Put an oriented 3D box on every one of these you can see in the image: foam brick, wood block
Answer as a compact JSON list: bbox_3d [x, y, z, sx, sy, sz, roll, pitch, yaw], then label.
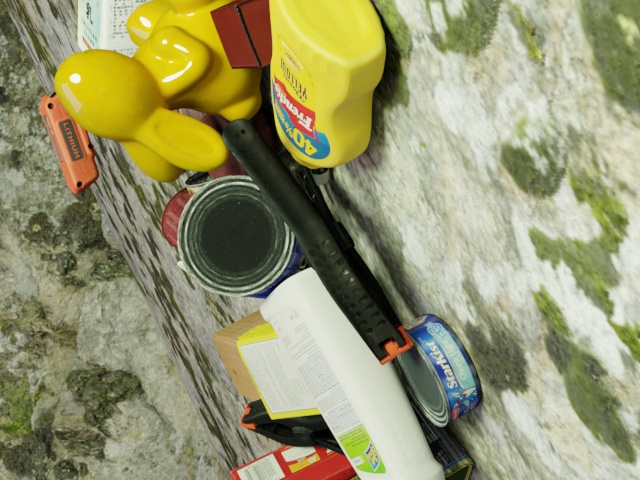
[{"bbox_3d":[-0.046,-0.166,0.831,0.051,0.053,0.078,68,165,-16],"label":"foam brick"},{"bbox_3d":[-0.059,0.140,1.306,0.091,0.090,0.206,65,165,-6],"label":"wood block"}]

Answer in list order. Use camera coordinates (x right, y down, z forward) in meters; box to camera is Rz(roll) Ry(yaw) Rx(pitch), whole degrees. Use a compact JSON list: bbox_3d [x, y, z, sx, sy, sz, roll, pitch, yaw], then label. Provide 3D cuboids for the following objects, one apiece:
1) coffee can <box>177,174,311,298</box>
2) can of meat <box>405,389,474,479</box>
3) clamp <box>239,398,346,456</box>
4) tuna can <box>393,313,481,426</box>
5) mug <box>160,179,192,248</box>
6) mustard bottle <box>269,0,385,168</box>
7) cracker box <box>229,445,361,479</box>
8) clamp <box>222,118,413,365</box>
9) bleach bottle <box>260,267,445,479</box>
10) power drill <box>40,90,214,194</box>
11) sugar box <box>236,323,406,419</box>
[{"bbox_3d":[-0.056,0.001,0.953,0.103,0.103,0.140,62,-171,10],"label":"coffee can"},{"bbox_3d":[0.089,0.191,0.956,0.084,0.057,0.102,54,162,27],"label":"can of meat"},{"bbox_3d":[-0.004,0.207,1.164,0.172,0.039,0.120,0,133,34],"label":"clamp"},{"bbox_3d":[0.090,0.102,0.846,0.086,0.033,0.086,57,163,27],"label":"tuna can"},{"bbox_3d":[-0.141,-0.023,1.326,0.082,0.093,0.117,39,140,48],"label":"mug"},{"bbox_3d":[0.000,-0.107,0.765,0.096,0.058,0.192,53,162,20],"label":"mustard bottle"},{"bbox_3d":[-0.006,0.315,1.268,0.072,0.164,0.214,55,162,38],"label":"cracker box"},{"bbox_3d":[0.000,-0.002,0.813,0.210,0.036,0.164,59,-170,16],"label":"clamp"},{"bbox_3d":[0.038,0.144,0.890,0.251,0.068,0.103,63,156,10],"label":"bleach bottle"},{"bbox_3d":[-0.184,-0.115,1.118,0.184,0.187,0.057,69,162,-7],"label":"power drill"},{"bbox_3d":[0.001,0.117,1.022,0.177,0.048,0.093,-16,102,46],"label":"sugar box"}]
